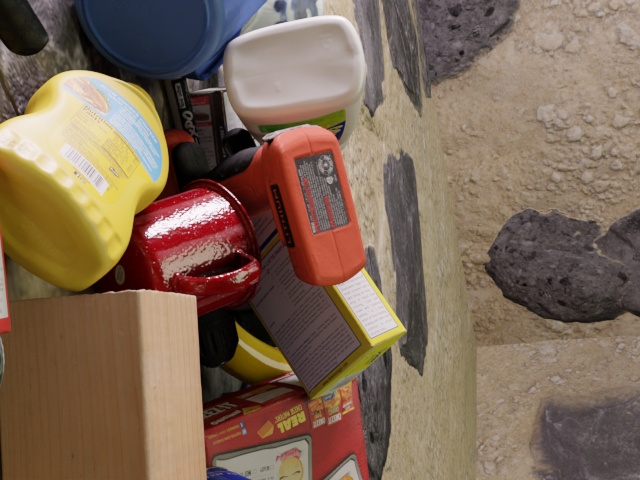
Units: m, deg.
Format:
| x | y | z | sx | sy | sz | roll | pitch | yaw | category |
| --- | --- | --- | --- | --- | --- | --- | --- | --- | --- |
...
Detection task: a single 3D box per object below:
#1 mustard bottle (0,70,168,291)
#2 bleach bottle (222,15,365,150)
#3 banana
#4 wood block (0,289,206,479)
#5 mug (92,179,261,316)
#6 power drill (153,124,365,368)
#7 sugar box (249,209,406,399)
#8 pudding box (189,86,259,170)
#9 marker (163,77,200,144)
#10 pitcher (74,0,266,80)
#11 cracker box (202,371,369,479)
| x | y | z | sx | sy | sz | roll | pitch | yaw | category |
| --- | --- | --- | --- | --- | --- | --- | --- | --- | --- |
| -0.139 | -0.053 | 0.644 | 0.096 | 0.058 | 0.191 | 45 | 25 | -15 | mustard bottle |
| -0.008 | -0.105 | 0.855 | 0.251 | 0.102 | 0.068 | 47 | 33 | -81 | bleach bottle |
| -0.062 | 0.079 | 0.879 | 0.197 | 0.069 | 0.037 | 49 | -4 | -27 | banana |
| -0.119 | 0.135 | 0.604 | 0.090 | 0.091 | 0.206 | 21 | 63 | -76 | wood block |
| -0.091 | 0.016 | 0.698 | 0.081 | 0.117 | 0.093 | -21 | 117 | -41 | mug |
| -0.055 | 0.001 | 0.757 | 0.057 | 0.188 | 0.184 | -20 | 98 | -43 | power drill |
| -0.019 | 0.023 | 0.805 | 0.048 | 0.093 | 0.176 | -16 | 68 | -42 | sugar box |
| -0.086 | -0.095 | 0.972 | 0.113 | 0.039 | 0.090 | -46 | 130 | -76 | pudding box |
| -0.113 | -0.093 | 0.894 | 0.020 | 0.020 | 0.121 | -67 | 149 | -65 | marker |
| -0.093 | -0.206 | 0.812 | 0.149 | 0.145 | 0.242 | 50 | 29 | -17 | pitcher |
| -0.037 | 0.221 | 0.830 | 0.163 | 0.072 | 0.214 | -15 | 102 | -44 | cracker box |
